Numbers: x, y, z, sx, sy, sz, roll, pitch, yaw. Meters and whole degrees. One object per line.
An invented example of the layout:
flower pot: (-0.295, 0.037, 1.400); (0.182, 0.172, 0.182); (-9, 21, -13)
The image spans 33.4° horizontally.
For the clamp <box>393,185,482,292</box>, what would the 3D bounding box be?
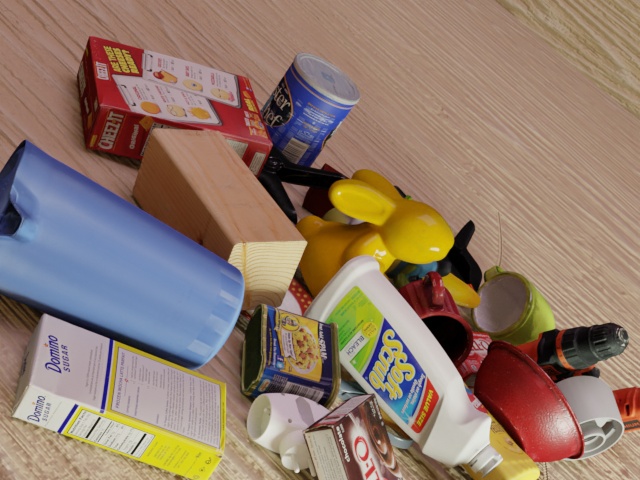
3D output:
clamp: (0.187, 0.014, 1.525); (0.164, 0.036, 0.210); (16, 35, -34)

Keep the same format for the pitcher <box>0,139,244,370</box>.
pitcher: (-0.198, 0.020, 0.973); (0.242, 0.145, 0.149); (29, 39, -22)

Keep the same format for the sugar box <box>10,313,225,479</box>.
sugar box: (-0.166, 0.134, 0.903); (0.176, 0.048, 0.093); (23, 30, -18)

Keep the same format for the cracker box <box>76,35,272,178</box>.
cracker box: (-0.180, -0.156, 1.294); (0.213, 0.072, 0.164); (11, 34, -25)

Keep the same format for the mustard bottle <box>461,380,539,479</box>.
mustard bottle: (0.154, 0.196, 1.169); (0.192, 0.058, 0.096); (50, 19, 27)

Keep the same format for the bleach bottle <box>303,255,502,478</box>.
bleach bottle: (0.097, 0.137, 1.109); (0.251, 0.103, 0.068); (47, 22, 19)

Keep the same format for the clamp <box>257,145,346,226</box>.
clamp: (-0.063, -0.079, 1.350); (0.172, 0.039, 0.120); (24, 36, 17)

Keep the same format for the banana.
banana: (0.139, 0.019, 1.439); (0.069, 0.037, 0.198); (-24, 62, -13)

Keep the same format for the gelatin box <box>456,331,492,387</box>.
gelatin box: (0.190, 0.146, 1.324); (0.089, 0.030, 0.073); (11, 36, -41)

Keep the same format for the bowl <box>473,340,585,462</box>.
bowl: (0.222, 0.194, 1.205); (0.055, 0.162, 0.162); (-33, 69, -15)

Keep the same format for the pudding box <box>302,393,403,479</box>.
pudding box: (0.034, 0.208, 0.977); (0.089, 0.039, 0.113); (-23, 94, -61)

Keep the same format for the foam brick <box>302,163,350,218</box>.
foam brick: (0.022, -0.054, 1.422); (0.078, 0.051, 0.053); (32, 28, -9)

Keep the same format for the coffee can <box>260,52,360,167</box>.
coffee can: (-0.027, -0.168, 1.445); (0.102, 0.140, 0.103); (28, 28, -17)

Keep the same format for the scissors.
scissors: (0.021, 0.147, 1.138); (0.202, 0.016, 0.096); (38, 25, 2)

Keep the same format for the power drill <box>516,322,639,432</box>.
power drill: (0.348, 0.170, 1.328); (0.187, 0.185, 0.057); (36, 57, -23)

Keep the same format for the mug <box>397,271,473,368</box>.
mug: (0.126, 0.090, 1.253); (0.093, 0.117, 0.081); (-1, 31, -7)

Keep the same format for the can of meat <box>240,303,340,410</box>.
can of meat: (-0.030, 0.118, 1.061); (0.083, 0.058, 0.102); (19, 40, -18)

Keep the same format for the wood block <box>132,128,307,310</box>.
wood block: (-0.113, -0.025, 1.135); (0.090, 0.091, 0.206); (-2, 39, -36)
